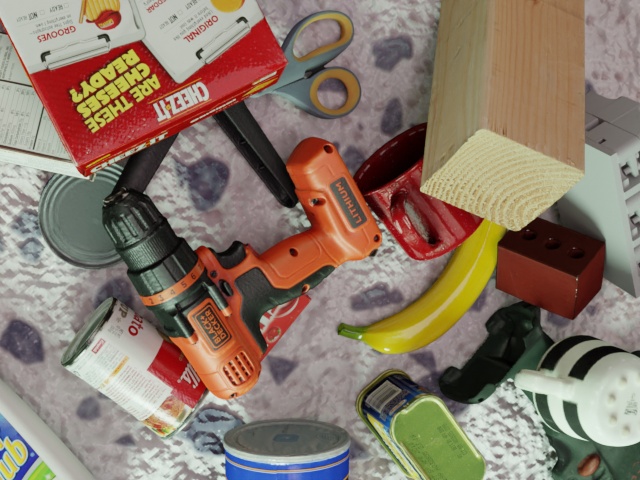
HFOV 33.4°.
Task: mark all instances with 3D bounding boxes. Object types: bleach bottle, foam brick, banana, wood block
[{"bbox_3d":[-0.264,0.161,0.816,0.102,0.068,0.250,-42,102,-8],"label":"bleach bottle"},{"bbox_3d":[0.195,0.022,0.906,0.052,0.078,0.051,-41,141,-38],"label":"foam brick"},{"bbox_3d":[0.107,0.033,0.918,0.197,0.037,0.069,-45,105,-7],"label":"banana"},{"bbox_3d":[0.145,-0.125,0.831,0.090,0.090,0.206,21,54,-16],"label":"wood block"}]

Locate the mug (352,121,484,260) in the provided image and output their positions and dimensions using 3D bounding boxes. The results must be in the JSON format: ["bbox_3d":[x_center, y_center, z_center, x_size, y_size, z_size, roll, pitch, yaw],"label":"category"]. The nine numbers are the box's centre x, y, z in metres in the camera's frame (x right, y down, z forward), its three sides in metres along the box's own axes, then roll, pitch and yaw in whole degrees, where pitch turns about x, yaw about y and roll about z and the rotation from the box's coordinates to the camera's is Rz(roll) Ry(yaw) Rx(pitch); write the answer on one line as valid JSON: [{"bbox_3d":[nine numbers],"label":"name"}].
[{"bbox_3d":[0.082,-0.032,0.868,0.093,0.117,0.081,-29,111,25],"label":"mug"}]

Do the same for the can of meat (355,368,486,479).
[{"bbox_3d":[0.085,0.165,0.901,0.057,0.084,0.102,-39,104,-9],"label":"can of meat"}]

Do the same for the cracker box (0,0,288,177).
[{"bbox_3d":[-0.145,-0.176,0.750,0.164,0.072,0.214,-27,90,-8],"label":"cracker box"}]

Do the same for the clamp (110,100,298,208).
[{"bbox_3d":[-0.103,-0.114,0.831,0.164,0.036,0.210,-14,98,-33],"label":"clamp"}]

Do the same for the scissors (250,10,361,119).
[{"bbox_3d":[-0.038,-0.110,0.844,0.201,0.016,0.096,-41,116,-27],"label":"scissors"}]

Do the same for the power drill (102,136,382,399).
[{"bbox_3d":[-0.055,0.001,0.818,0.187,0.057,0.184,-38,114,-20],"label":"power drill"}]

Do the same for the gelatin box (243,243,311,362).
[{"bbox_3d":[-0.063,0.058,0.877,0.073,0.030,0.089,42,84,-16],"label":"gelatin box"}]

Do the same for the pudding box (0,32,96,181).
[{"bbox_3d":[-0.214,-0.102,0.795,0.113,0.039,0.090,12,76,-6],"label":"pudding box"}]

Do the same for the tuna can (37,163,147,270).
[{"bbox_3d":[-0.177,-0.021,0.835,0.086,0.034,0.086,-2,96,-16],"label":"tuna can"}]

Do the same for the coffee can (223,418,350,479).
[{"bbox_3d":[-0.027,0.226,0.866,0.102,0.103,0.140,-2,96,-16],"label":"coffee can"}]

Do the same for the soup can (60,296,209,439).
[{"bbox_3d":[-0.143,0.100,0.839,0.102,0.069,0.068,39,85,-15],"label":"soup can"}]
